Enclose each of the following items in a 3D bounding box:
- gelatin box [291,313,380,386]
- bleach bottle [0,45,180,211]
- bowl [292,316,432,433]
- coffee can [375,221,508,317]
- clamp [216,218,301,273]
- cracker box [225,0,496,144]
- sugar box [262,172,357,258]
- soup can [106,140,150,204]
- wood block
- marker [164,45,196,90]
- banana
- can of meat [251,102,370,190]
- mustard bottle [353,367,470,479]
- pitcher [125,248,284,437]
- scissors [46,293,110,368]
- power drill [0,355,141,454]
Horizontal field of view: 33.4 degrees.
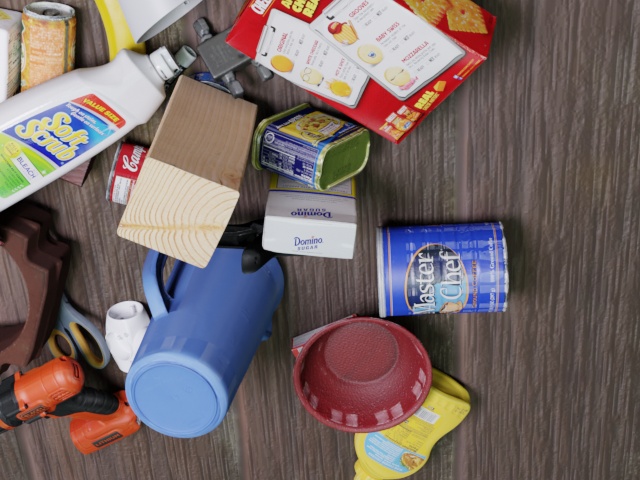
[{"bbox_3d":[0.019,0.138,1.300,0.089,0.030,0.073,-23,115,12],"label":"gelatin box"},{"bbox_3d":[-0.261,-0.128,1.092,0.251,0.068,0.102,-31,121,5],"label":"bleach bottle"},{"bbox_3d":[0.049,0.146,1.254,0.162,0.055,0.162,0,117,0],"label":"bowl"},{"bbox_3d":[0.134,0.032,1.194,0.140,0.102,0.103,-2,119,4],"label":"coffee can"},{"bbox_3d":[-0.058,0.001,1.146,0.209,0.165,0.036,-4,106,-39],"label":"clamp"},{"bbox_3d":[0.038,-0.209,1.053,0.213,0.072,0.164,30,143,-14],"label":"cracker box"},{"bbox_3d":[-0.009,-0.041,1.118,0.093,0.176,0.048,6,119,-1],"label":"sugar box"},{"bbox_3d":[-0.178,-0.064,1.175,0.102,0.068,0.069,14,119,-6],"label":"soup can"},{"bbox_3d":[-0.125,-0.073,1.049,0.090,0.206,0.090,22,118,-10],"label":"wood block"},{"bbox_3d":[-0.178,-0.162,1.149,0.020,0.020,0.121,40,113,-18],"label":"marker"},{"bbox_3d":[-0.218,-0.214,1.111,0.069,0.037,0.198,1,119,-2],"label":"banana"},{"bbox_3d":[-0.008,-0.097,1.114,0.084,0.101,0.057,23,122,27],"label":"can of meat"},{"bbox_3d":[0.098,0.243,1.338,0.096,0.058,0.192,29,116,-11],"label":"mustard bottle"},{"bbox_3d":[-0.133,0.092,1.161,0.149,0.242,0.145,15,120,2],"label":"pitcher"},{"bbox_3d":[-0.327,0.075,1.287,0.096,0.016,0.201,-27,101,37],"label":"scissors"},{"bbox_3d":[-0.322,0.210,1.288,0.185,0.057,0.187,-26,151,19],"label":"power drill"}]
